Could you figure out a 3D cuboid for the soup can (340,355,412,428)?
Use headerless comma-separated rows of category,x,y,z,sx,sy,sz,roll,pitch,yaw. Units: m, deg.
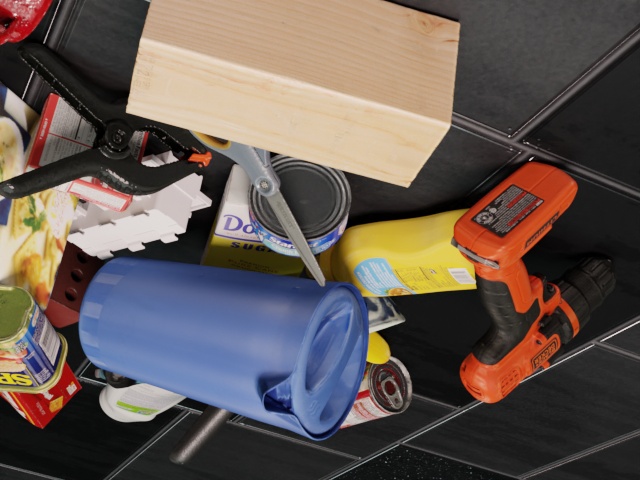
soup can,0.049,0.179,1.253,0.068,0.068,0.102,28,146,-30

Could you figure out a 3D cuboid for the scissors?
scissors,-0.034,-0.061,0.823,0.201,0.016,0.096,48,124,-6

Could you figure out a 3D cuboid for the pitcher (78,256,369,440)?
pitcher,-0.083,0.080,0.945,0.243,0.145,0.149,10,161,27

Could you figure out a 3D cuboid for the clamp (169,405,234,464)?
clamp,-0.087,0.154,1.164,0.210,0.164,0.036,-12,156,26

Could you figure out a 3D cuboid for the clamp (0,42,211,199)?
clamp,-0.173,-0.071,0.842,0.171,0.120,0.039,20,176,-24

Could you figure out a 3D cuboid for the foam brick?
foam brick,-0.263,0.041,1.089,0.051,0.078,0.053,-17,142,40

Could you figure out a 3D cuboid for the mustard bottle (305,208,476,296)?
mustard bottle,0.074,0.016,0.973,0.192,0.058,0.096,-8,152,26

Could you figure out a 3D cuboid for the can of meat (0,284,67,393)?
can of meat,-0.265,0.077,0.853,0.102,0.057,0.084,3,147,8

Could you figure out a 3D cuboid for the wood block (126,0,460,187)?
wood block,-0.019,-0.118,0.734,0.206,0.091,0.090,14,151,-9

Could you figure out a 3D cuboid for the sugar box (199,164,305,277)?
sugar box,-0.057,0.001,0.997,0.093,0.048,0.176,13,151,-8

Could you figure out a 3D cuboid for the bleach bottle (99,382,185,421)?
bleach bottle,-0.228,0.180,1.339,0.102,0.068,0.251,21,150,-19

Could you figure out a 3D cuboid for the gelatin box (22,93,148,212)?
gelatin box,-0.192,-0.071,0.880,0.089,0.073,0.030,19,150,-18

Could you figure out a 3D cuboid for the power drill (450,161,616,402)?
power drill,0.183,0.028,0.901,0.057,0.184,0.187,30,150,40

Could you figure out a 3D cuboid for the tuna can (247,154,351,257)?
tuna can,-0.018,-0.030,0.892,0.086,0.086,0.034,8,152,1
